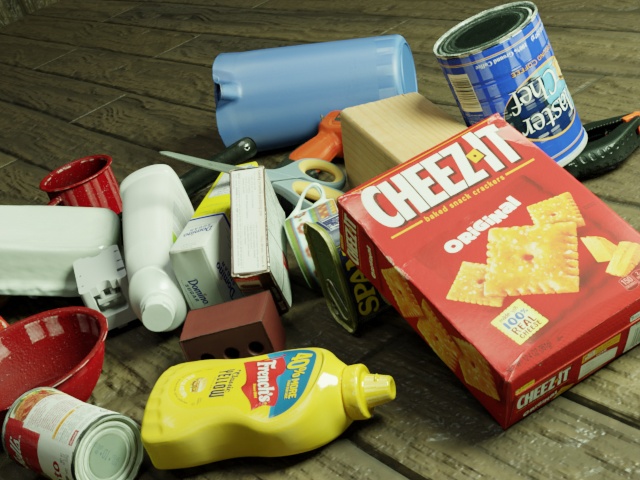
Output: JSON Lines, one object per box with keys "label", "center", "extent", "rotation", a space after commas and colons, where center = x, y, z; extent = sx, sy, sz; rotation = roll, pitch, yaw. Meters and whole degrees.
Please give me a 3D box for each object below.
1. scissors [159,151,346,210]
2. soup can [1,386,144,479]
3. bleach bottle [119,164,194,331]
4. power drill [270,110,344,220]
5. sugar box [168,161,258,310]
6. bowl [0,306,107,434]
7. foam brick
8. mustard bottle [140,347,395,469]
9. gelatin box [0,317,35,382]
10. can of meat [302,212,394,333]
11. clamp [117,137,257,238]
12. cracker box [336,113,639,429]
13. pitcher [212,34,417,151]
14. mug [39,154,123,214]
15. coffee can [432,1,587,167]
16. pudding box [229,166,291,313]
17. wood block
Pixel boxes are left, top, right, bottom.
{"label": "scissors", "center": [-0.055, -0.072, 1.073], "extent": [0.201, 0.016, 0.096], "rotation": [22, 36, -3]}
{"label": "soup can", "center": [-0.195, 0.159, 0.844], "extent": [0.102, 0.068, 0.068], "rotation": [8, 37, 43]}
{"label": "bleach bottle", "center": [-0.164, 0.013, 1.071], "extent": [0.068, 0.102, 0.251], "rotation": [-23, 24, 3]}
{"label": "power drill", "center": [-0.002, -0.080, 1.197], "extent": [0.187, 0.057, 0.185], "rotation": [-36, 30, -31]}
{"label": "sugar box", "center": [-0.090, 0.004, 1.050], "extent": [0.048, 0.093, 0.176], "rotation": [-10, 26, 22]}
{"label": "bowl", "center": [-0.259, 0.127, 0.967], "extent": [0.162, 0.055, 0.162], "rotation": [-16, 26, 8]}
{"label": "foam brick", "center": [-0.074, 0.085, 0.924], "extent": [0.078, 0.053, 0.051], "rotation": [-15, 25, 11]}
{"label": "mustard bottle", "center": [-0.036, 0.124, 0.813], "extent": [0.192, 0.058, 0.096], "rotation": [-9, 28, 19]}
{"label": "gelatin box", "center": [-0.335, 0.105, 1.037], "extent": [0.089, 0.030, 0.073], "rotation": [43, 55, 14]}
{"label": "can of meat", "center": [0.043, 0.016, 0.925], "extent": [0.083, 0.102, 0.057], "rotation": [-25, 25, -16]}
{"label": "clamp", "center": [-0.176, -0.056, 1.277], "extent": [0.210, 0.036, 0.165], "rotation": [-33, 6, -9]}
{"label": "cracker box", "center": [0.137, 0.013, 0.808], "extent": [0.164, 0.072, 0.214], "rotation": [-28, 52, -17]}
{"label": "pitcher", "center": [-0.003, -0.185, 1.344], "extent": [0.243, 0.145, 0.149], "rotation": [-6, 38, 16]}
{"label": "mug", "center": [-0.289, -0.042, 1.295], "extent": [0.093, 0.081, 0.117], "rotation": [-1, 31, 34]}
{"label": "coffee can", "center": [0.180, -0.139, 1.010], "extent": [0.103, 0.140, 0.103], "rotation": [-23, 24, 11]}
{"label": "pudding box", "center": [-0.056, 0.001, 0.985], "extent": [0.039, 0.090, 0.113], "rotation": [-10, 61, 8]}
{"label": "wood block", "center": [0.099, -0.063, 1.020], "extent": [0.090, 0.090, 0.206], "rotation": [-15, 29, -14]}
